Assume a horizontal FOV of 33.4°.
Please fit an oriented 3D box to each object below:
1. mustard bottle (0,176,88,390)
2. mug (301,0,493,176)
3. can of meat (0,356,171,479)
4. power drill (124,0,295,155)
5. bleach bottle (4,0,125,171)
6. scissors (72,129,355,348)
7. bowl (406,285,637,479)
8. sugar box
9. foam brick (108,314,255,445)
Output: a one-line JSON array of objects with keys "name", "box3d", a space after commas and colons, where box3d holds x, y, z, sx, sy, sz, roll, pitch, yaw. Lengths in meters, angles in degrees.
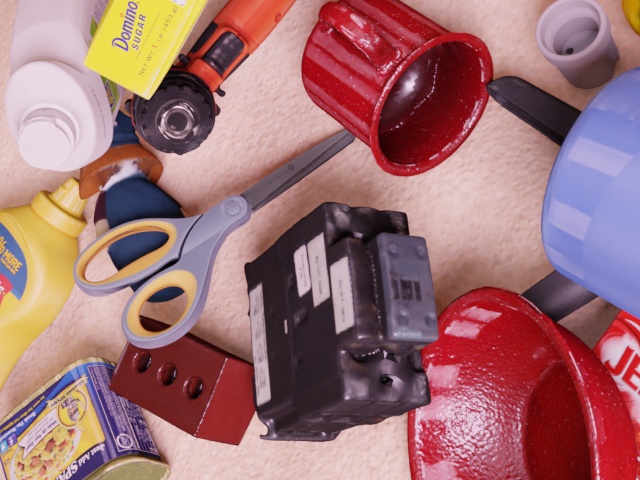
[{"name": "mustard bottle", "box3d": [-0.227, 0.035, 0.762, 0.191, 0.058, 0.096, -52, 52, 4]}, {"name": "mug", "box3d": [0.036, -0.102, 0.630, 0.093, 0.117, 0.082, -51, 53, 4]}, {"name": "can of meat", "box3d": [-0.158, 0.137, 0.691, 0.102, 0.057, 0.084, -38, 57, 13]}, {"name": "power drill", "box3d": [-0.049, -0.133, 0.671, 0.187, 0.057, 0.184, -47, 17, 2]}, {"name": "bleach bottle", "box3d": [-0.163, -0.122, 0.686, 0.068, 0.102, 0.251, -16, 31, 4]}, {"name": "scissors", "box3d": [-0.054, 0.001, 0.663, 0.201, 0.016, 0.096, -21, 62, -3]}, {"name": "bowl", "box3d": [0.105, 0.104, 0.529, 0.162, 0.055, 0.162, -178, 90, -65]}, {"name": "sugar box", "box3d": [-0.087, -0.154, 0.615, 0.093, 0.048, 0.176, -57, 17, 20]}, {"name": "foam brick", "box3d": [-0.082, 0.088, 0.667, 0.078, 0.051, 0.053, 20, 84, 32]}]
